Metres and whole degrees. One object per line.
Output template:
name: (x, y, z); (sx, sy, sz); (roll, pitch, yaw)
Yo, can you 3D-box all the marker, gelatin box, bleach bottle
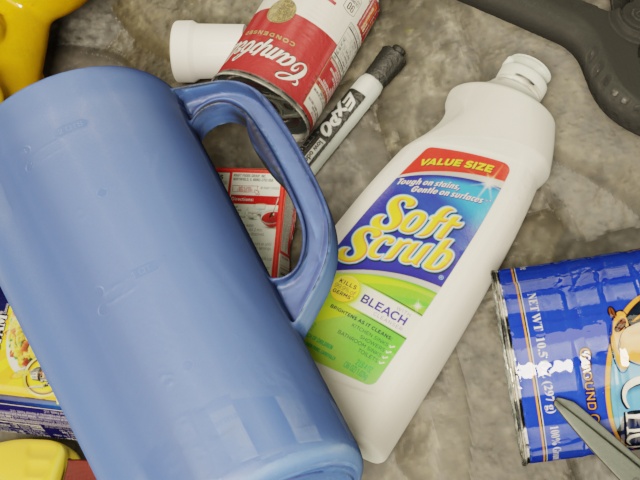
marker: (0.014, -0.076, 0.671); (0.020, 0.020, 0.121); (35, 79, 21)
gelatin box: (-0.054, 0.001, 0.639); (0.073, 0.030, 0.089); (3, 81, 16)
bleach bottle: (0.055, -0.005, 0.613); (0.103, 0.068, 0.250); (25, 73, 22)

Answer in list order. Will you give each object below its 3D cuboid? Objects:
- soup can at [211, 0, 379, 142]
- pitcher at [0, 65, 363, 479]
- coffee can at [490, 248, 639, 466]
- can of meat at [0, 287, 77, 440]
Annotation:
soup can: (-0.014, -0.121, 0.665); (0.069, 0.068, 0.102); (23, 70, 19)
pitcher: (-0.071, 0.033, 0.524); (0.243, 0.144, 0.149); (57, 130, 30)
coffee can: (0.164, 0.055, 0.543); (0.140, 0.102, 0.103); (-9, 67, 8)
can of meat: (-0.157, 0.065, 0.625); (0.084, 0.057, 0.102); (4, 61, 11)
